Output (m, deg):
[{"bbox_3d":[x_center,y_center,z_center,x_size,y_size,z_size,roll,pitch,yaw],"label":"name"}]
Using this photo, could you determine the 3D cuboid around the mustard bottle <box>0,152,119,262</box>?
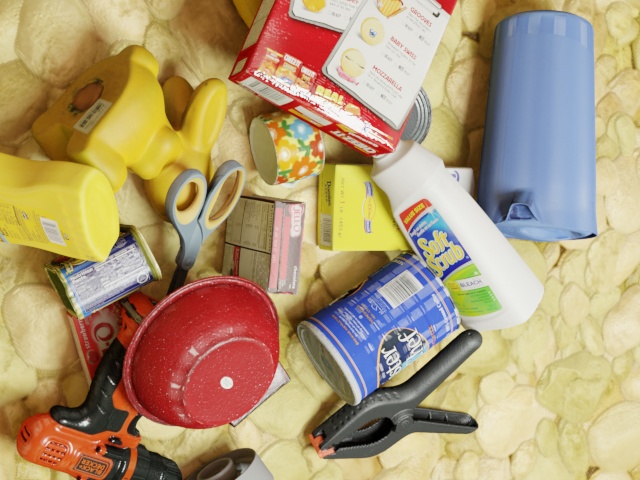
[{"bbox_3d":[-0.275,-0.037,0.928,0.096,0.192,0.058,82,23,-51],"label":"mustard bottle"}]

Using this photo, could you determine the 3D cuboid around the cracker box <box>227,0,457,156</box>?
[{"bbox_3d":[0.030,-0.209,1.001,0.164,0.072,0.213,26,80,-21],"label":"cracker box"}]

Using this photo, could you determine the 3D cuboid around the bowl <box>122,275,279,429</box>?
[{"bbox_3d":[-0.095,0.115,0.970,0.161,0.055,0.162,-17,124,-27],"label":"bowl"}]

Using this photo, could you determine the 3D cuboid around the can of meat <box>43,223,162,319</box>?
[{"bbox_3d":[-0.204,0.029,0.991,0.083,0.102,0.057,-29,102,-18],"label":"can of meat"}]

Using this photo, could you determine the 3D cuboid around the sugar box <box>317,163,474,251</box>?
[{"bbox_3d":[0.084,-0.036,1.154,0.176,0.048,0.093,-1,97,-25],"label":"sugar box"}]

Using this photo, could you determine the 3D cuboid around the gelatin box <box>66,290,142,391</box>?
[{"bbox_3d":[-0.199,0.101,1.041,0.073,0.030,0.089,-18,103,-23],"label":"gelatin box"}]

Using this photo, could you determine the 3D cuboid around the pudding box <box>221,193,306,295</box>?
[{"bbox_3d":[-0.057,0.001,1.052,0.039,0.114,0.090,4,95,-31],"label":"pudding box"}]

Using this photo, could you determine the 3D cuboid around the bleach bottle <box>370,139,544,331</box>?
[{"bbox_3d":[0.124,-0.015,1.107,0.250,0.103,0.068,49,56,-20],"label":"bleach bottle"}]

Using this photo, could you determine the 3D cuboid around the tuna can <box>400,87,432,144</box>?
[{"bbox_3d":[0.075,-0.134,1.145,0.086,0.034,0.086,-3,97,-26],"label":"tuna can"}]

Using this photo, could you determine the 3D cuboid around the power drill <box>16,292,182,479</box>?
[{"bbox_3d":[-0.169,0.154,1.016,0.184,0.057,0.188,29,95,-41],"label":"power drill"}]

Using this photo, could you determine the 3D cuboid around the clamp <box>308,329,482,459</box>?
[{"bbox_3d":[0.089,0.179,1.160,0.209,0.036,0.165,-14,132,-19],"label":"clamp"}]

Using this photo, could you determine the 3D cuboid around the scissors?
[{"bbox_3d":[-0.137,0.008,1.016,0.096,0.016,0.202,15,109,-56],"label":"scissors"}]

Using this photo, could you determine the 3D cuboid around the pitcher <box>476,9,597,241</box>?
[{"bbox_3d":[0.243,-0.119,1.176,0.144,0.149,0.243,7,84,-21],"label":"pitcher"}]

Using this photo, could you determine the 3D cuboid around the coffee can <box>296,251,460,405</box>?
[{"bbox_3d":[0.061,0.091,1.121,0.140,0.103,0.103,-34,109,-16],"label":"coffee can"}]
